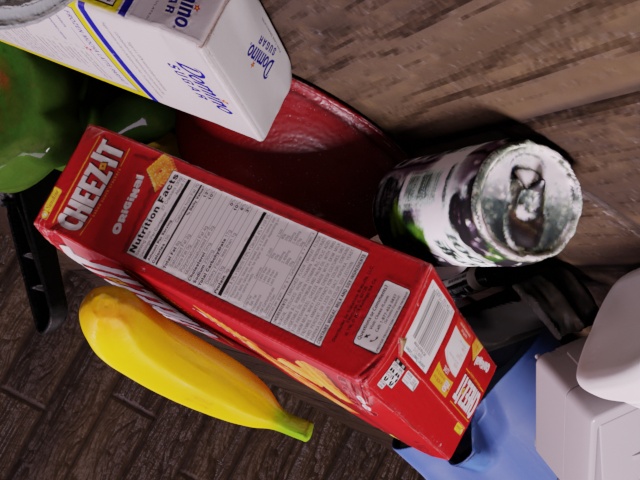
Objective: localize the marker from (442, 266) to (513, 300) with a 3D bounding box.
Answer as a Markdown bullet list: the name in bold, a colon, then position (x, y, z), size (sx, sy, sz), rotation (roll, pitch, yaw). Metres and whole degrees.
- **marker**: position (0.097, 0.026, 0.684), size (0.020, 0.020, 0.121), rotation (29, 168, -4)

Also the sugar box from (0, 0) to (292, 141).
- **sugar box**: position (-0.104, -0.110, 0.502), size (0.176, 0.048, 0.093), rotation (20, 166, 19)

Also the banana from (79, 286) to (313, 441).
- **banana**: position (-0.076, 0.063, 0.576), size (0.070, 0.037, 0.197), rotation (0, 156, 33)

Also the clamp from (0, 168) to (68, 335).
- **clamp**: position (-0.207, -0.035, 0.731), size (0.164, 0.209, 0.036), rotation (40, 124, -8)

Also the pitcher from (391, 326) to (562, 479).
- **pitcher**: position (0.177, 0.177, 0.727), size (0.243, 0.149, 0.145), rotation (49, 157, -1)

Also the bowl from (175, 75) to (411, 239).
- **bowl**: position (-0.022, -0.038, 0.595), size (0.162, 0.055, 0.162), rotation (26, 168, 6)

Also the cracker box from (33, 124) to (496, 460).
- **cracker box**: position (-0.025, 0.032, 0.581), size (0.214, 0.072, 0.164), rotation (23, 167, 27)
